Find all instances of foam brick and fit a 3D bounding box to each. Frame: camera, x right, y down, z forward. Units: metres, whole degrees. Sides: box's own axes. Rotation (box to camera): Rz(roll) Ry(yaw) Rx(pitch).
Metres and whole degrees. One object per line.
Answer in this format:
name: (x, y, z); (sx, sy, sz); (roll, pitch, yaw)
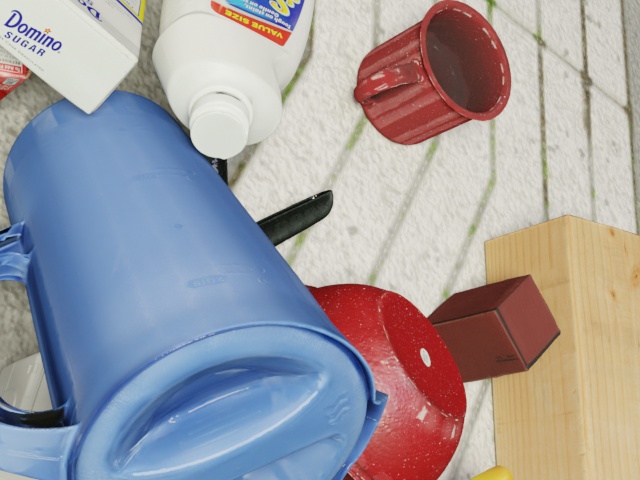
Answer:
foam brick: (0.122, 0.066, 0.775); (0.051, 0.078, 0.053); (-39, 103, -41)

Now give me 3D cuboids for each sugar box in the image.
sugar box: (-0.143, -0.140, 0.585); (0.093, 0.048, 0.176); (40, 19, -22)

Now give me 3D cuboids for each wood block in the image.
wood block: (0.191, 0.096, 0.812); (0.090, 0.091, 0.206); (13, 68, -36)

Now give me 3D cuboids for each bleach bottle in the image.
bleach bottle: (-0.047, -0.126, 0.639); (0.102, 0.068, 0.251); (33, 31, -24)

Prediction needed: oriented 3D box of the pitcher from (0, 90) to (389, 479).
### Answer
pitcher: (-0.090, 0.024, 0.514); (0.145, 0.243, 0.149); (-37, 132, 1)

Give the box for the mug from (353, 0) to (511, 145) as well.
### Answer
mug: (0.073, -0.118, 0.792); (0.117, 0.082, 0.093); (-19, 88, -42)

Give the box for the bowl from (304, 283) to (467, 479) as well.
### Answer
bowl: (0.044, 0.084, 0.673); (0.162, 0.055, 0.162); (45, 24, -26)
